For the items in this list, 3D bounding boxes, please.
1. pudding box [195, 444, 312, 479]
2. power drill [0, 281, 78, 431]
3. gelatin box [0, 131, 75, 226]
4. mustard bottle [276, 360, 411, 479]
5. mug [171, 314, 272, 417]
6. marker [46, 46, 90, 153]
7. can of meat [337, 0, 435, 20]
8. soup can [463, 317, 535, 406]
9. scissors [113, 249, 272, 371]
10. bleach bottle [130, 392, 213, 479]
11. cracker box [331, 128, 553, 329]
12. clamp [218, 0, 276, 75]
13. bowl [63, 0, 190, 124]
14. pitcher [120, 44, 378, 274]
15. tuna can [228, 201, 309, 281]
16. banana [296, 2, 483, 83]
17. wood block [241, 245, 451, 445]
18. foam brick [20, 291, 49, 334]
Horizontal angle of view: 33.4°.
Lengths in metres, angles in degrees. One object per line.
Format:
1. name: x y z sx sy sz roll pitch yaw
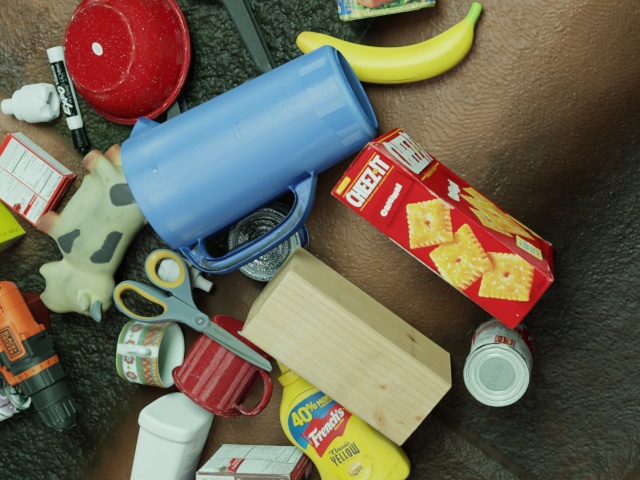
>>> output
1. pudding box: -0.074 0.263 1.205 0.114 0.090 0.039 0 100 15
2. power drill: -0.385 0.161 1.227 0.188 0.057 0.184 -26 91 15
3. gelatin box: -0.338 -0.071 1.235 0.089 0.030 0.073 36 106 4
4. mustard bottle: 0.011 0.202 1.188 0.096 0.058 0.191 -35 91 13
5. mug: -0.098 0.144 1.183 0.117 0.093 0.081 41 105 31
6. marker: -0.284 -0.158 1.208 0.020 0.020 0.121 -12 98 16
7. can of meat: 0.062 -0.269 1.068 0.102 0.057 0.084 -10 102 -6
8. soup can: 0.186 0.124 1.104 0.068 0.102 0.068 3 102 13
9. scissors: -0.128 0.069 1.156 0.202 0.016 0.096 15 70 16
10. bleach bottle: -0.191 0.308 1.237 0.068 0.102 0.251 19 105 14
11. cracker box: 0.129 -0.019 1.057 0.214 0.164 0.072 38 106 4
12. clamp: -0.096 -0.276 1.121 0.210 0.036 0.164 23 95 10
13. bowl: -0.221 -0.205 1.146 0.162 0.055 0.162 3 98 27
14. pitcher: -0.064 -0.086 1.076 0.243 0.145 0.149 -27 122 13
15. tuna can: -0.058 0.001 1.176 0.086 0.033 0.086 3 102 14
16. banana: 0.073 -0.195 1.104 0.198 0.037 0.069 -7 76 13
17. wood block: 0.030 0.109 1.128 0.206 0.090 0.090 36 107 -6
18. foam brick: -0.367 0.090 1.263 0.078 0.051 0.053 5 103 13
